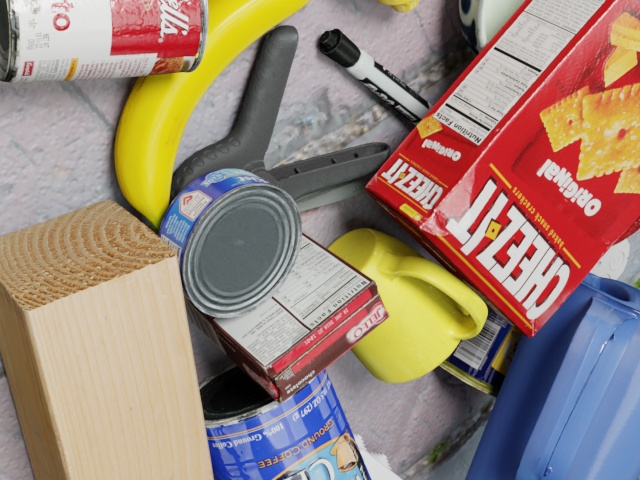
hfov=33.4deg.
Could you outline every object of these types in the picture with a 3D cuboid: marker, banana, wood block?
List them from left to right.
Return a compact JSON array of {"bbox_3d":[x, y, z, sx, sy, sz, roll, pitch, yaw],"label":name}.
[{"bbox_3d":[-0.131,0.093,0.645,0.090,0.090,0.206,-23,125,-27],"label":"wood block"},{"bbox_3d":[-0.069,-0.094,0.629,0.069,0.037,0.198,29,94,-33],"label":"banana"},{"bbox_3d":[0.041,-0.108,0.723,0.121,0.020,0.020,31,92,-43],"label":"marker"}]

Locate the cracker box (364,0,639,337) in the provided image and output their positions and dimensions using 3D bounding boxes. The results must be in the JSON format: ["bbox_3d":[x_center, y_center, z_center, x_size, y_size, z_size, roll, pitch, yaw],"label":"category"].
[{"bbox_3d":[0.158,-0.061,0.715,0.214,0.072,0.164,-49,132,0],"label":"cracker box"}]

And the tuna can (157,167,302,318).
[{"bbox_3d":[-0.054,0.001,0.636,0.086,0.034,0.086,-22,126,-33],"label":"tuna can"}]

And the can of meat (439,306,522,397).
[{"bbox_3d":[0.157,0.087,0.888,0.101,0.058,0.084,26,93,-42],"label":"can of meat"}]

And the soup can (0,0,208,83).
[{"bbox_3d":[-0.118,-0.118,0.554,0.102,0.069,0.068,-8,117,-27],"label":"soup can"}]

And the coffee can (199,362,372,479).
[{"bbox_3d":[-0.022,0.156,0.723,0.102,0.103,0.140,-28,106,-24],"label":"coffee can"}]

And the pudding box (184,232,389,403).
[{"bbox_3d":[-0.025,0.041,0.683,0.090,0.114,0.039,-36,132,-17],"label":"pudding box"}]

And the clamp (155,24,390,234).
[{"bbox_3d":[-0.034,-0.037,0.683,0.120,0.039,0.171,38,91,-25],"label":"clamp"}]

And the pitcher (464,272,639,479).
[{"bbox_3d":[0.186,0.147,0.811,0.149,0.145,0.243,19,99,-22],"label":"pitcher"}]
